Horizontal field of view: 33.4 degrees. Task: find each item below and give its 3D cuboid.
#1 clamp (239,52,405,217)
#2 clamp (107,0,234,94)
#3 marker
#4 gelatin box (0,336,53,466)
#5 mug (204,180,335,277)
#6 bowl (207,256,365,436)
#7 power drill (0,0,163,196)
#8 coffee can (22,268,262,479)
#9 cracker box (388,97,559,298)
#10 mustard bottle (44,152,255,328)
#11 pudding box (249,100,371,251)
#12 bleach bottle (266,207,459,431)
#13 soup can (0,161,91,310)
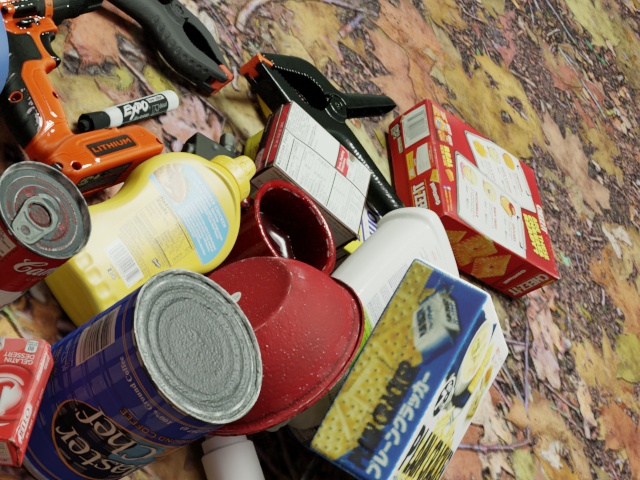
[{"bbox_3d":[0.010,-0.113,1.043,0.209,0.036,0.164,25,44,-38],"label":"clamp"},{"bbox_3d":[-0.149,-0.204,0.979,0.171,0.039,0.120,50,32,-6],"label":"clamp"},{"bbox_3d":[-0.163,-0.108,0.905,0.020,0.020,0.120,59,34,1],"label":"marker"},{"bbox_3d":[-0.211,0.091,0.631,0.089,0.030,0.073,5,47,3],"label":"gelatin box"},{"bbox_3d":[-0.056,0.001,0.898,0.117,0.082,0.093,42,37,-23],"label":"mug"},{"bbox_3d":[-0.051,0.062,0.776,0.162,0.162,0.055,-75,145,-47],"label":"bowl"},{"bbox_3d":[-0.202,-0.127,0.819,0.184,0.057,0.188,-28,81,-46],"label":"power drill"},{"bbox_3d":[-0.122,0.093,0.688,0.102,0.141,0.103,32,42,-34],"label":"coffee can"},{"bbox_3d":[0.175,-0.044,1.237,0.213,0.072,0.164,27,45,-39],"label":"cracker box"},{"bbox_3d":[-0.116,-0.011,0.800,0.191,0.058,0.096,-40,105,-36],"label":"mustard bottle"},{"bbox_3d":[-0.008,-0.057,0.961,0.113,0.039,0.090,39,42,-25],"label":"pudding box"},{"bbox_3d":[0.025,0.069,0.878,0.250,0.068,0.102,-38,113,-45],"label":"bleach bottle"},{"bbox_3d":[-0.205,0.003,0.688,0.068,0.102,0.068,32,42,-34],"label":"soup can"}]
